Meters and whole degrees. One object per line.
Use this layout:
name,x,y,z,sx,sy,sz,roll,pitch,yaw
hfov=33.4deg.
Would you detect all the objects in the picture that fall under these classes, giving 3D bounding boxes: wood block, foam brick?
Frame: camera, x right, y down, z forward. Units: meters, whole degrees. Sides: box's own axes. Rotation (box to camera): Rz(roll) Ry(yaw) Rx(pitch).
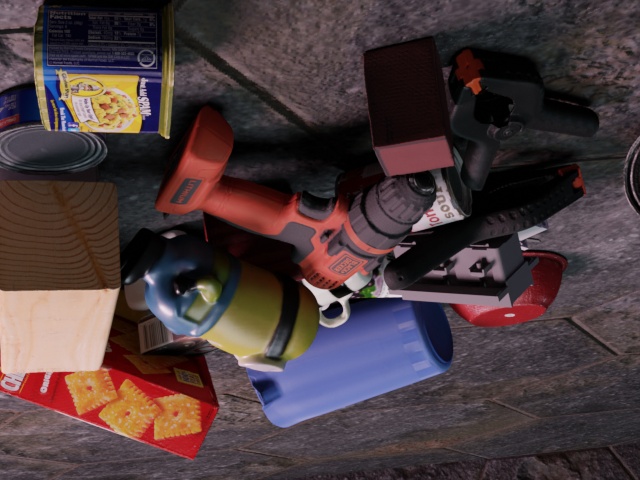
wood block,-0.218,0.036,0.876,0.090,0.091,0.206,0,156,-16
foam brick,0.063,-0.093,0.756,0.053,0.078,0.051,-9,161,12

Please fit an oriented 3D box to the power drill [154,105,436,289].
power drill,-0.023,-0.034,0.834,0.187,0.057,0.185,25,146,-15

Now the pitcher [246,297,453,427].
pitcher,0.041,0.138,1.341,0.243,0.149,0.144,-19,142,24

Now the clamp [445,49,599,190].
clamp,0.135,-0.091,0.831,0.120,0.039,0.171,-36,145,22

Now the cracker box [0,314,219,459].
cracker box,-0.216,0.124,1.075,0.213,0.072,0.164,25,-171,-16

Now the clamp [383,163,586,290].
clamp,0.136,-0.017,0.953,0.210,0.036,0.164,-17,-160,7

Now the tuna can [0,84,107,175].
tuna can,-0.199,-0.079,0.776,0.086,0.034,0.086,-6,160,-2

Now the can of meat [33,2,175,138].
can of meat,-0.137,-0.108,0.684,0.084,0.057,0.102,0,159,-10

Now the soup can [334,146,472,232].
soup can,0.072,-0.039,0.921,0.102,0.068,0.068,-15,159,23

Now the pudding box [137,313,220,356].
pudding box,-0.110,0.083,1.048,0.114,0.039,0.089,-20,162,32

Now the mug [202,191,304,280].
mug,-0.056,0.001,0.981,0.081,0.093,0.117,-12,-175,1

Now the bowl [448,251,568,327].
bowl,0.219,0.065,1.276,0.162,0.055,0.162,-6,160,-2
